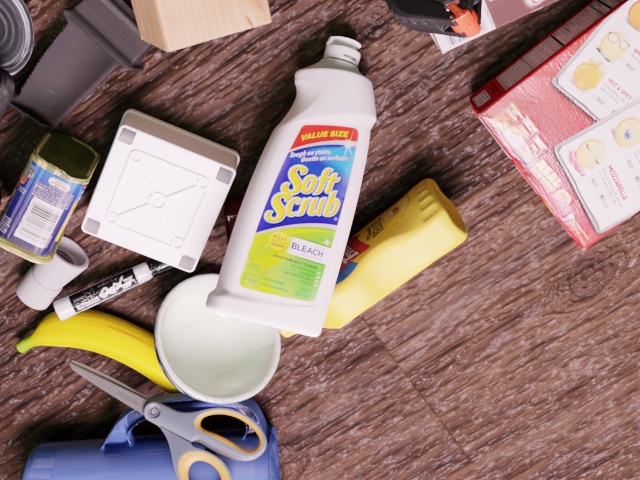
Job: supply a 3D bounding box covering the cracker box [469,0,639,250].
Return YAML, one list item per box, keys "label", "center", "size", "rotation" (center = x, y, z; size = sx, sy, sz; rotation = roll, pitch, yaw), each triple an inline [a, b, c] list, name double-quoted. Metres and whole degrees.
- label: "cracker box"
  center: [0.260, -0.121, 0.915]
  size: [0.214, 0.072, 0.164]
  rotation: [-38, 109, 12]

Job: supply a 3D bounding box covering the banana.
- label: "banana"
  center: [-0.186, 0.108, 1.016]
  size: [0.197, 0.037, 0.070]
  rotation: [22, 132, -8]

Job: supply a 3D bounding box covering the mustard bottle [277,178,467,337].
- label: "mustard bottle"
  center: [0.039, 0.025, 0.954]
  size: [0.192, 0.096, 0.058]
  rotation: [-38, 109, 13]

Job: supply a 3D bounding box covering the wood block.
- label: "wood block"
  center: [-0.113, -0.263, 0.824]
  size: [0.090, 0.090, 0.206]
  rotation: [-20, 114, -17]

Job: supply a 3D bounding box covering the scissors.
- label: "scissors"
  center: [-0.149, 0.177, 0.973]
  size: [0.202, 0.016, 0.096]
  rotation: [12, 75, 10]

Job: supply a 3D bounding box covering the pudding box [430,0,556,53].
- label: "pudding box"
  center: [0.138, -0.199, 0.869]
  size: [0.113, 0.090, 0.039]
  rotation: [-22, 110, 8]

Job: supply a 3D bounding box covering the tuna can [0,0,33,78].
- label: "tuna can"
  center: [-0.276, -0.171, 0.868]
  size: [0.034, 0.086, 0.086]
  rotation: [-6, 117, 37]

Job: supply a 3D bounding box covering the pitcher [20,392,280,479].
- label: "pitcher"
  center: [-0.158, 0.236, 1.023]
  size: [0.243, 0.149, 0.145]
  rotation: [-1, 151, 2]

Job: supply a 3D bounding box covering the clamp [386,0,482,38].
- label: "clamp"
  center: [0.068, -0.213, 0.838]
  size: [0.120, 0.171, 0.039]
  rotation: [-36, 141, 23]

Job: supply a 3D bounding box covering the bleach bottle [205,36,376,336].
- label: "bleach bottle"
  center: [-0.017, -0.051, 0.899]
  size: [0.102, 0.068, 0.251]
  rotation: [15, 85, -10]

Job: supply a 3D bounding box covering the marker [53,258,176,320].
- label: "marker"
  center: [-0.187, 0.040, 0.984]
  size: [0.121, 0.020, 0.020]
  rotation: [-25, 111, -3]

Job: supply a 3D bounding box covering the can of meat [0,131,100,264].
- label: "can of meat"
  center: [-0.234, -0.040, 0.917]
  size: [0.057, 0.102, 0.084]
  rotation: [28, 106, -13]
